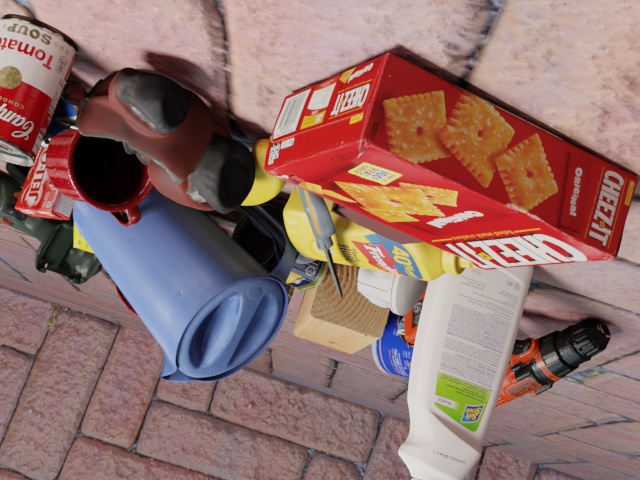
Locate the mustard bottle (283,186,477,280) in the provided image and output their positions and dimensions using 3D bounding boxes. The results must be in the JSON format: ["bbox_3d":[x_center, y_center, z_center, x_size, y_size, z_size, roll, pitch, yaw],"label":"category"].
[{"bbox_3d":[0.065,-0.002,1.010,0.192,0.058,0.096,11,153,27],"label":"mustard bottle"}]

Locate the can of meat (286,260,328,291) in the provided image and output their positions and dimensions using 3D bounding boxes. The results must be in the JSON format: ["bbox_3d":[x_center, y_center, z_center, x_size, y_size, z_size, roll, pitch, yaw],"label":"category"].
[{"bbox_3d":[-0.041,0.016,1.243,0.084,0.057,0.102,23,167,-12],"label":"can of meat"}]

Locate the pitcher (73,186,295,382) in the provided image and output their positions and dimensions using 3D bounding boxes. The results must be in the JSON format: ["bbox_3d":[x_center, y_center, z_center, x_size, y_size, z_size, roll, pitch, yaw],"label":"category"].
[{"bbox_3d":[-0.145,0.014,1.098,0.149,0.145,0.243,-18,-132,-35],"label":"pitcher"}]

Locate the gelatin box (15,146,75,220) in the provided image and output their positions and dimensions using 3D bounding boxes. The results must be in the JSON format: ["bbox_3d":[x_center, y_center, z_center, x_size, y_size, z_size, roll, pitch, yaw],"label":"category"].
[{"bbox_3d":[-0.290,-0.068,1.167,0.073,0.089,0.030,7,163,44],"label":"gelatin box"}]

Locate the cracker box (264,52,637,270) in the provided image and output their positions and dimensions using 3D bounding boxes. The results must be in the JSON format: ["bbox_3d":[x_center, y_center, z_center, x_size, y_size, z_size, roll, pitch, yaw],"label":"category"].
[{"bbox_3d":[0.087,-0.046,0.764,0.213,0.072,0.164,23,167,-23],"label":"cracker box"}]

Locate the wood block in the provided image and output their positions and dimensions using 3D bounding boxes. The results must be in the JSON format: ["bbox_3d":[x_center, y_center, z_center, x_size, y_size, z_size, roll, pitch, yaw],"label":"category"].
[{"bbox_3d":[0.028,0.080,1.339,0.091,0.090,0.206,18,167,-4],"label":"wood block"}]

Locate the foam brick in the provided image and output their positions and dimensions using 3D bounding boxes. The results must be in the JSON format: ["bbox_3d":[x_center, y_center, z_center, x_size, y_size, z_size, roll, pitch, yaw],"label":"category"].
[{"bbox_3d":[0.058,-0.035,0.894,0.078,0.053,0.051,23,166,-22],"label":"foam brick"}]

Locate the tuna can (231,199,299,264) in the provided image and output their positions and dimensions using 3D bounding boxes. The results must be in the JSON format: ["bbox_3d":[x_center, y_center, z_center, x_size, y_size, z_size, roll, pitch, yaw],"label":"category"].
[{"bbox_3d":[-0.057,0.001,1.138,0.033,0.086,0.086,26,165,-37],"label":"tuna can"}]

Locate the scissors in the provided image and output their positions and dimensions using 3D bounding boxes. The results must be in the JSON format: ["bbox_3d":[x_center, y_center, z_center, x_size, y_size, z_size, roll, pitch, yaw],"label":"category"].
[{"bbox_3d":[0.006,0.003,0.951,0.096,0.016,0.201,-117,6,-54],"label":"scissors"}]

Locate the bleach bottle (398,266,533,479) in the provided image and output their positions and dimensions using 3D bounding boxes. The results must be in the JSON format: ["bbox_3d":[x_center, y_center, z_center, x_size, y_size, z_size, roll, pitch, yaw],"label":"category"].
[{"bbox_3d":[0.126,0.128,1.031,0.102,0.251,0.068,20,167,-6],"label":"bleach bottle"}]

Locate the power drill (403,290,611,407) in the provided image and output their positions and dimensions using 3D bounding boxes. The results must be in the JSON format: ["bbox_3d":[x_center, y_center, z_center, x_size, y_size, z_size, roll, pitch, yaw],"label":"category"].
[{"bbox_3d":[0.201,0.107,1.188,0.187,0.057,0.185,35,128,-25],"label":"power drill"}]

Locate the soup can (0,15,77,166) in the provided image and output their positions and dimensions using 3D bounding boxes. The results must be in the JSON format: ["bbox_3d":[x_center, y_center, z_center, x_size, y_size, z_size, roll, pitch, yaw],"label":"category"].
[{"bbox_3d":[-0.244,-0.119,0.855,0.068,0.102,0.068,18,167,4],"label":"soup can"}]

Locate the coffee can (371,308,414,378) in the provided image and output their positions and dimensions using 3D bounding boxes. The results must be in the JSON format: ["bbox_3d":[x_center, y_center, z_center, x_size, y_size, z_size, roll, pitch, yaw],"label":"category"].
[{"bbox_3d":[0.150,0.131,1.348,0.141,0.103,0.102,7,163,40],"label":"coffee can"}]

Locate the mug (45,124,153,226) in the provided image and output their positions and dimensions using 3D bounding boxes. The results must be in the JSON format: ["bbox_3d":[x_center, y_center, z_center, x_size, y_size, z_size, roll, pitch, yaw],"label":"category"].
[{"bbox_3d":[-0.209,-0.066,1.034,0.082,0.093,0.117,9,130,56],"label":"mug"}]

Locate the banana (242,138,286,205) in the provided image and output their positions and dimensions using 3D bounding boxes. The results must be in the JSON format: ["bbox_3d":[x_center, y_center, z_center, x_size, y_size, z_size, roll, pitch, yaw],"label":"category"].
[{"bbox_3d":[-0.071,-0.060,1.007,0.069,0.037,0.198,24,166,-25],"label":"banana"}]
